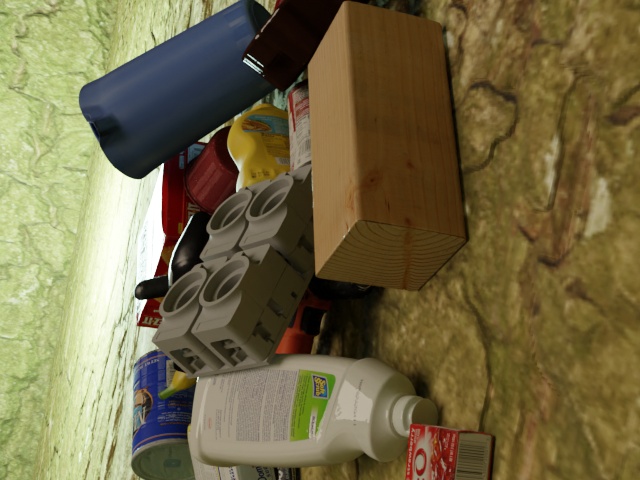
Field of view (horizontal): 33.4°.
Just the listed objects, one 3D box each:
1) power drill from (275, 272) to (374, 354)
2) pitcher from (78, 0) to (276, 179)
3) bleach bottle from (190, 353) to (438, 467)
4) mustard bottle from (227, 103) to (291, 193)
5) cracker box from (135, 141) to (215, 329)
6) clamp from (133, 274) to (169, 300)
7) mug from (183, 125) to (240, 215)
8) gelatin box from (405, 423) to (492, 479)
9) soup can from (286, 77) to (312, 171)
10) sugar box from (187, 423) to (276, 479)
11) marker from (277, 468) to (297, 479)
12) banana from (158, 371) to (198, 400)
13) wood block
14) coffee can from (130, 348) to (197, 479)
[{"bbox_3d":[-0.009,0.093,0.981,0.185,0.057,0.187,-171,92,-69],"label":"power drill"},{"bbox_3d":[-0.153,-0.186,1.280,0.243,0.145,0.149,-27,45,18],"label":"pitcher"},{"bbox_3d":[-0.007,0.143,0.860,0.251,0.067,0.102,-5,77,49],"label":"bleach bottle"},{"bbox_3d":[-0.048,-0.090,1.111,0.192,0.096,0.058,-108,32,-53],"label":"mustard bottle"},{"bbox_3d":[-0.192,-0.005,1.405,0.214,0.072,0.164,118,155,-49],"label":"cracker box"},{"bbox_3d":[-0.127,0.044,1.224,0.172,0.120,0.039,-44,40,21],"label":"clamp"},{"bbox_3d":[-0.106,-0.076,1.296,0.082,0.093,0.117,-46,55,51],"label":"mug"},{"bbox_3d":[0.082,0.171,0.719,0.073,0.030,0.089,165,114,-69],"label":"gelatin box"},{"bbox_3d":[0.003,-0.096,1.015,0.069,0.068,0.102,125,149,-51],"label":"soup can"},{"bbox_3d":[-0.095,0.239,1.139,0.176,0.048,0.093,-20,81,65],"label":"sugar box"},{"bbox_3d":[-0.030,0.237,1.022,0.020,0.020,0.121,120,152,-45],"label":"marker"},{"bbox_3d":[-0.144,0.109,1.328,0.037,0.070,0.197,61,-143,-41],"label":"banana"},{"bbox_3d":[0.048,-0.076,0.846,0.091,0.090,0.206,127,146,-53],"label":"wood block"},{"bbox_3d":[-0.186,0.220,1.344,0.103,0.102,0.140,119,153,-44],"label":"coffee can"}]
